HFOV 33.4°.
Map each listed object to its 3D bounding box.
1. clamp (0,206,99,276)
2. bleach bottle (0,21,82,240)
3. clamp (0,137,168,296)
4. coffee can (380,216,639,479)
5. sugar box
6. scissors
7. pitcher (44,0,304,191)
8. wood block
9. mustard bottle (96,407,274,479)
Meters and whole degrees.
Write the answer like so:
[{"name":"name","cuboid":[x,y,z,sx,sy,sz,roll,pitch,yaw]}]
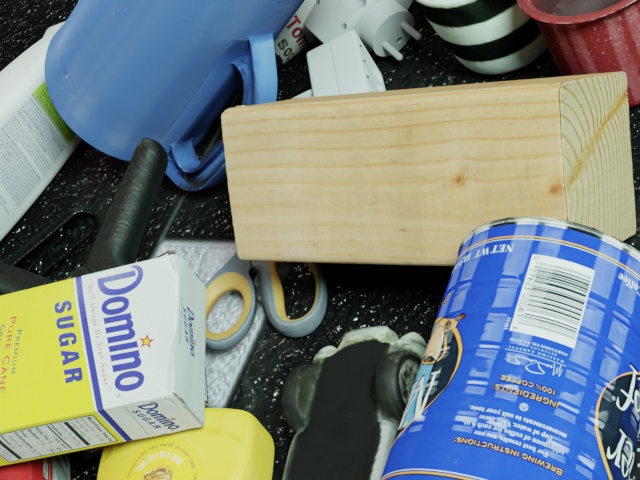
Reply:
[{"name":"clamp","cuboid":[-0.234,0.034,0.791,0.172,0.039,0.120,-5,50,32]},{"name":"bleach bottle","cuboid":[-0.236,-0.093,0.875,0.068,0.102,0.250,21,61,35]},{"name":"clamp","cuboid":[-0.140,0.028,0.669,0.164,0.036,0.210,-36,47,-1]},{"name":"coffee can","cuboid":[0.091,0.075,0.476,0.103,0.102,0.140,0,54,35]},{"name":"sugar box","cuboid":[-0.151,0.071,0.587,0.176,0.048,0.093,-16,50,13]},{"name":"scissors","cuboid":[-0.055,0.001,0.707,0.096,0.016,0.202,-29,42,-1]},{"name":"pitcher","cuboid":[-0.080,-0.151,0.711,0.243,0.149,0.145,-37,30,52]},{"name":"wood block","cuboid":[0.055,-0.039,0.589,0.206,0.090,0.090,1,11,36]},{"name":"mustard bottle","cuboid":[-0.079,0.181,0.536,0.096,0.058,0.191,-11,48,18]}]
